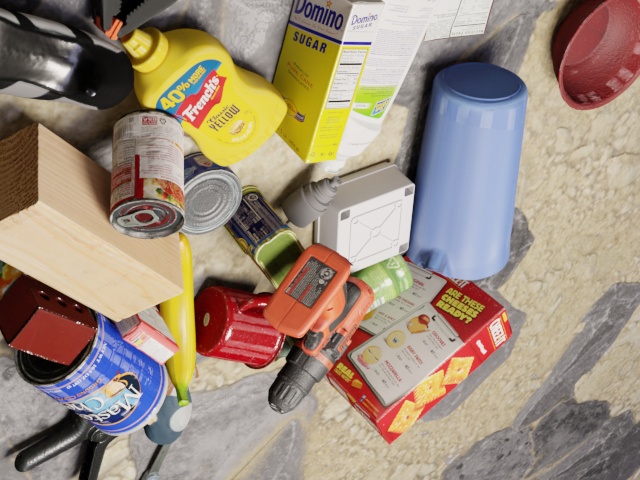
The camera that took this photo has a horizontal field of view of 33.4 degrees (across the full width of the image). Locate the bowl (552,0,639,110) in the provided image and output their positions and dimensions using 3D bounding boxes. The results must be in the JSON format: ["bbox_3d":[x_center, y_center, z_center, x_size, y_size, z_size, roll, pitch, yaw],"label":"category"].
[{"bbox_3d":[0.338,-0.242,1.307,0.161,0.055,0.162,-22,136,-23],"label":"bowl"}]

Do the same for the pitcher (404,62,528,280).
[{"bbox_3d":[0.179,-0.088,1.274,0.144,0.149,0.243,-8,128,-15],"label":"pitcher"}]

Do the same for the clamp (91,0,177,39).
[{"bbox_3d":[-0.126,-0.266,0.921,0.164,0.036,0.210,13,113,-44],"label":"clamp"}]

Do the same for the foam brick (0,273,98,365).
[{"bbox_3d":[-0.263,0.077,1.022,0.051,0.053,0.078,-49,140,9],"label":"foam brick"}]

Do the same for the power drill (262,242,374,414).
[{"bbox_3d":[-0.011,0.097,1.188,0.184,0.057,0.187,-56,162,-15],"label":"power drill"}]

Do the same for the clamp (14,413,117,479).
[{"bbox_3d":[-0.273,0.219,1.239,0.120,0.039,0.171,23,103,-52],"label":"clamp"}]

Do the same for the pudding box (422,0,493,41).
[{"bbox_3d":[0.145,-0.272,1.137,0.089,0.039,0.114,-13,134,-31],"label":"pudding box"}]

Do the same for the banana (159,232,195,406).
[{"bbox_3d":[-0.154,0.079,1.179,0.037,0.070,0.198,-9,108,-24],"label":"banana"}]

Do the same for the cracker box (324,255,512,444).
[{"bbox_3d":[0.109,0.128,1.353,0.213,0.164,0.072,-39,139,-12],"label":"cracker box"}]

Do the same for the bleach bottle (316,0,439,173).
[{"bbox_3d":[0.044,-0.181,1.118,0.102,0.068,0.251,-3,129,-37],"label":"bleach bottle"}]

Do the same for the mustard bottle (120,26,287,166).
[{"bbox_3d":[-0.120,-0.147,1.016,0.096,0.058,0.191,-39,141,13],"label":"mustard bottle"}]

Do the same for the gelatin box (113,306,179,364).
[{"bbox_3d":[-0.196,0.082,1.137,0.030,0.089,0.073,-40,140,3],"label":"gelatin box"}]

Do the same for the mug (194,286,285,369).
[{"bbox_3d":[-0.091,0.093,1.225,0.081,0.093,0.117,15,145,-41],"label":"mug"}]

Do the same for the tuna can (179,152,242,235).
[{"bbox_3d":[-0.126,-0.048,1.120,0.086,0.034,0.086,-22,137,-23],"label":"tuna can"}]

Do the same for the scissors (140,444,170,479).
[{"bbox_3d":[-0.212,0.317,1.395,0.202,0.016,0.096,-52,141,12],"label":"scissors"}]

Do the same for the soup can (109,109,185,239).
[{"bbox_3d":[-0.160,-0.062,0.989,0.068,0.102,0.068,-3,151,-2],"label":"soup can"}]

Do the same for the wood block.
[{"bbox_3d":[-0.228,-0.011,1.007,0.090,0.091,0.205,-24,146,20],"label":"wood block"}]

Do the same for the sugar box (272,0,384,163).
[{"bbox_3d":[0.000,-0.175,1.062,0.048,0.093,0.176,-10,130,-33],"label":"sugar box"}]

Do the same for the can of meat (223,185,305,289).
[{"bbox_3d":[-0.058,0.002,1.181,0.057,0.084,0.102,-38,141,-5],"label":"can of meat"}]

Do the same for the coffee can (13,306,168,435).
[{"bbox_3d":[-0.242,0.135,1.138,0.103,0.103,0.140,-41,140,-2],"label":"coffee can"}]
